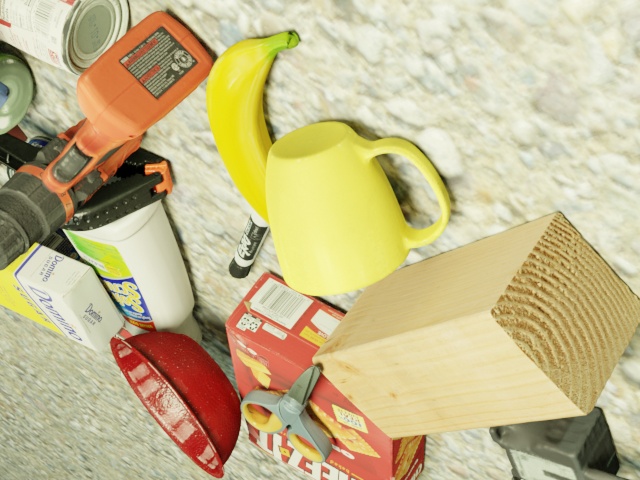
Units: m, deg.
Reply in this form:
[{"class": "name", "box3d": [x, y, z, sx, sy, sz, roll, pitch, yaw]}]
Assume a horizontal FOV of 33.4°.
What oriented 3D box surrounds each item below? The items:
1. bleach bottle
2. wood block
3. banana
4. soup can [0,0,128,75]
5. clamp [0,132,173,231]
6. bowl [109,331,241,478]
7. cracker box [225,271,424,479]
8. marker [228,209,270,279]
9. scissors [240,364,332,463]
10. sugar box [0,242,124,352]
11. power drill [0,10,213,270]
[{"class": "bleach bottle", "box3d": [-0.159, 0.040, 0.987, 0.103, 0.068, 0.251, 19, 147, 30]}, {"class": "wood block", "box3d": [0.097, 0.065, 0.711, 0.090, 0.090, 0.206, 46, 149, -12]}, {"class": "banana", "box3d": [-0.043, -0.068, 0.736, 0.070, 0.037, 0.198, 25, 147, 24]}, {"class": "soup can", "box3d": [-0.193, -0.163, 0.740, 0.102, 0.068, 0.068, 27, 148, 19]}, {"class": "clamp", "box3d": [-0.228, -0.054, 0.881, 0.210, 0.164, 0.036, -8, 141, 0]}, {"class": "bowl", "box3d": [-0.121, 0.137, 0.973, 0.162, 0.055, 0.162, 42, 156, 23]}, {"class": "cracker box", "box3d": [0.008, 0.143, 0.933, 0.164, 0.072, 0.214, 27, 149, 21]}, {"class": "marker", "box3d": [-0.056, 0.001, 0.861, 0.020, 0.020, 0.121, 36, 150, 4]}, {"class": "scissors", "box3d": [-0.008, 0.141, 0.848, 0.096, 0.016, 0.202, 40, 155, -10]}, {"class": "sugar box", "box3d": [-0.275, 0.037, 1.003, 0.176, 0.048, 0.093, 23, 151, 29]}, {"class": "power drill", "box3d": [-0.164, -0.067, 0.744, 0.057, 0.184, 0.188, 44, 140, -10]}]
